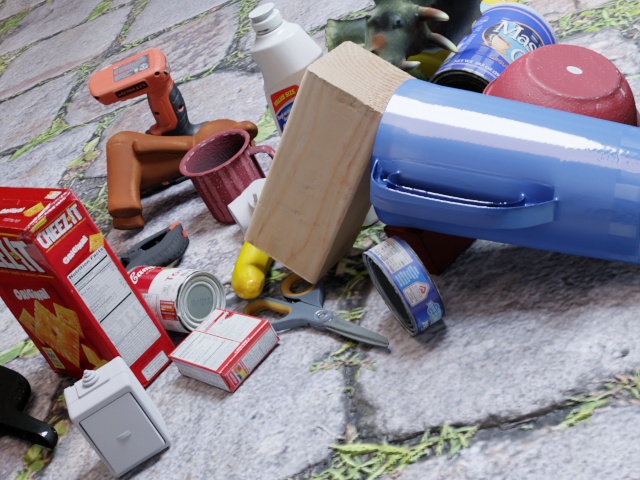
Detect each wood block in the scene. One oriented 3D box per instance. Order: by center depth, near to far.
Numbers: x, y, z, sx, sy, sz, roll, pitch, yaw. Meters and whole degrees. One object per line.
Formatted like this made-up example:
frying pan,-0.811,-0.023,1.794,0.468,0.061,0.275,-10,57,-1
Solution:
wood block,0.010,-0.074,1.031,0.090,0.206,0.090,32,38,11

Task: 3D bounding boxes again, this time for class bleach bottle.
bleach bottle,-0.012,-0.131,1.115,0.103,0.250,0.068,6,43,47

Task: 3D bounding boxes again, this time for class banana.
banana,-0.064,0.012,1.131,0.070,0.037,0.197,-58,6,35

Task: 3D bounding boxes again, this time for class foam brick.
foam brick,0.111,-0.012,1.024,0.078,0.051,0.053,-42,32,-23

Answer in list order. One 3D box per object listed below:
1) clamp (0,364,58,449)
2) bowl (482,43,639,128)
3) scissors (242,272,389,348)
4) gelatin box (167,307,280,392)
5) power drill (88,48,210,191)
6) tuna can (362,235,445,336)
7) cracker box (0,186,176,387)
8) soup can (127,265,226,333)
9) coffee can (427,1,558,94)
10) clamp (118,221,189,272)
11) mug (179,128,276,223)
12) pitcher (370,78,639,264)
clamp,-0.338,0.187,1.113,0.164,0.036,0.210,-25,28,7
bowl,0.241,-0.144,1.044,0.162,0.055,0.162,3,44,-3
scissors,0.008,0.063,1.030,0.202,0.016,0.096,0,40,42
gelatin box,-0.094,0.105,1.038,0.089,0.030,0.073,8,46,48
power drill,-0.230,-0.150,1.414,0.184,0.187,0.057,-24,44,5
tuna can,0.073,0.039,0.938,0.033,0.086,0.086,-31,28,-7
cracker box,-0.263,0.050,1.085,0.164,0.213,0.072,4,42,45
soup can,-0.157,0.062,1.123,0.102,0.068,0.068,2,41,44
coffee can,0.189,-0.184,1.179,0.103,0.102,0.140,-1,39,40
clamp,-0.211,0.033,1.235,0.171,0.039,0.120,-39,31,-29
mug,-0.100,-0.079,1.285,0.117,0.081,0.093,-18,32,16
pitcher,0.168,-0.051,0.901,0.243,0.145,0.149,13,72,26
